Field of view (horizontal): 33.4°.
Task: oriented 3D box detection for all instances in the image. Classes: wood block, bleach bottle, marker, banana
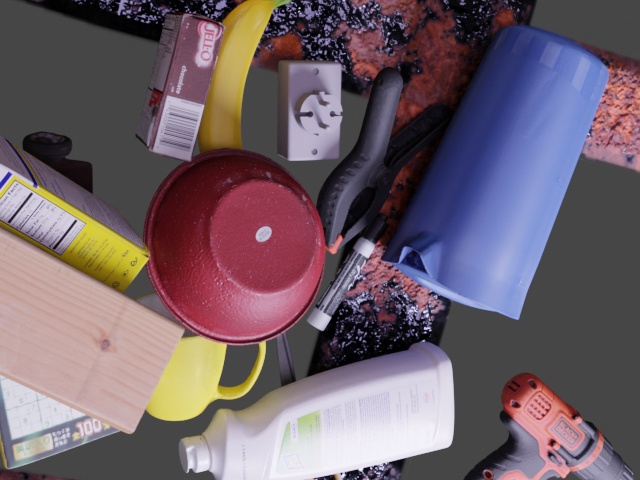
[{"bbox_3d":[-0.217,0.053,0.772,0.205,0.090,0.091,33,75,-28],"label":"wood block"},{"bbox_3d":[-0.003,0.162,0.962,0.250,0.068,0.102,-8,102,-22],"label":"bleach bottle"},{"bbox_3d":[0.027,0.027,0.980,0.020,0.020,0.121,32,91,-21],"label":"marker"},{"bbox_3d":[-0.072,-0.119,0.902,0.069,0.037,0.198,9,101,-28],"label":"banana"}]

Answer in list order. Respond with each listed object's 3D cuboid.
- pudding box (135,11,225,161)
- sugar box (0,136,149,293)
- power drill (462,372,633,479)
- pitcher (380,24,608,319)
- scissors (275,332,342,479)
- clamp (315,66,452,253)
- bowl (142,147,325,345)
[{"bbox_3d":[-0.115,-0.127,0.862,0.039,0.090,0.113,15,98,-19],"label":"pudding box"},{"bbox_3d":[-0.215,-0.031,0.790,0.176,0.093,0.048,33,96,-39],"label":"sugar box"},{"bbox_3d":[0.208,0.250,1.070,0.184,0.057,0.187,42,85,-18],"label":"power drill"},{"bbox_3d":[0.165,-0.058,0.956,0.145,0.149,0.243,24,91,-6],"label":"pitcher"},{"bbox_3d":[-0.040,0.182,0.996,0.096,0.016,0.201,-26,109,-10],"label":"scissors"},{"bbox_3d":[0.043,-0.070,0.930,0.171,0.039,0.120,-55,142,0],"label":"clamp"},{"bbox_3d":[-0.056,0.001,0.845,0.161,0.055,0.162,5,80,-27],"label":"bowl"}]
